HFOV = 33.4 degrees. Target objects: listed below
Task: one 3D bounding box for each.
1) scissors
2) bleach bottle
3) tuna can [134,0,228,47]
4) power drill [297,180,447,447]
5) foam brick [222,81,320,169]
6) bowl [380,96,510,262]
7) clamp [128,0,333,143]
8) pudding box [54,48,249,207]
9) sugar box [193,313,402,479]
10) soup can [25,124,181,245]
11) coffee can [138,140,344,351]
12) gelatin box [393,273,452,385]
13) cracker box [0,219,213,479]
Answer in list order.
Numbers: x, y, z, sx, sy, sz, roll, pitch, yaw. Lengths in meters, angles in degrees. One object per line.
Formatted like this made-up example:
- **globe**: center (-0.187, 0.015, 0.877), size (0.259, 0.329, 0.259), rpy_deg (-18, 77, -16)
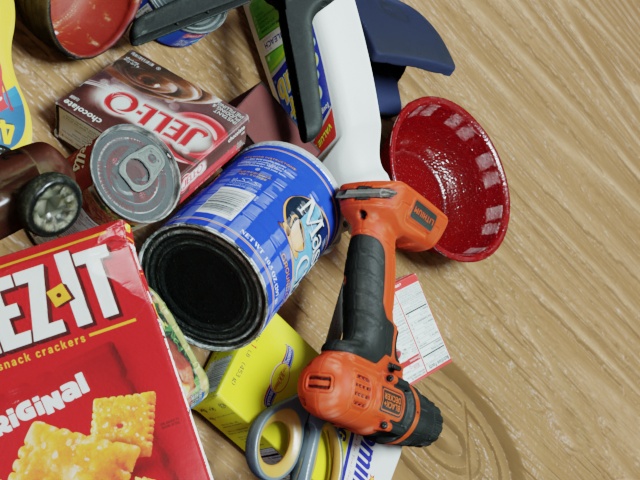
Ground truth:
- **scissors**: center (-0.012, 0.101, 0.798), size (0.096, 0.016, 0.202), rpy_deg (20, 64, -39)
- **bleach bottle**: center (0.009, -0.123, 0.906), size (0.067, 0.103, 0.251), rpy_deg (-11, 80, -46)
- **tuna can**: center (-0.118, -0.202, 0.870), size (0.086, 0.034, 0.086), rpy_deg (17, 63, -37)
- **power drill**: center (0.054, 0.060, 0.815), size (0.184, 0.057, 0.187), rpy_deg (33, 60, -56)
- **foam brick**: center (-0.051, -0.079, 0.872), size (0.078, 0.053, 0.051), rpy_deg (49, 48, -16)
- **bowl**: center (0.106, -0.051, 1.001), size (0.161, 0.055, 0.162), rpy_deg (17, 64, -37)
- **clamp**: center (-0.044, -0.200, 0.838), size (0.164, 0.036, 0.210), rpy_deg (22, 79, -13)
- **pudding box**: center (-0.123, -0.083, 0.782), size (0.113, 0.039, 0.089), rpy_deg (29, 46, 14)
- **sugar box**: center (-0.013, 0.140, 0.828), size (0.176, 0.048, 0.093), rpy_deg (43, 50, -21)
- **soup can**: center (-0.151, -0.030, 0.727), size (0.068, 0.102, 0.068), rpy_deg (17, 64, -37)
- **coffee can**: center (-0.055, 0.001, 0.786), size (0.103, 0.103, 0.140), rpy_deg (55, 36, -12)
- **gelatin box**: center (0.069, 0.082, 0.936), size (0.073, 0.030, 0.089), rpy_deg (-22, 90, -46)
- **cracker box**: center (-0.160, 0.113, 0.635), size (0.164, 0.072, 0.214), rpy_deg (-19, 88, -9)
